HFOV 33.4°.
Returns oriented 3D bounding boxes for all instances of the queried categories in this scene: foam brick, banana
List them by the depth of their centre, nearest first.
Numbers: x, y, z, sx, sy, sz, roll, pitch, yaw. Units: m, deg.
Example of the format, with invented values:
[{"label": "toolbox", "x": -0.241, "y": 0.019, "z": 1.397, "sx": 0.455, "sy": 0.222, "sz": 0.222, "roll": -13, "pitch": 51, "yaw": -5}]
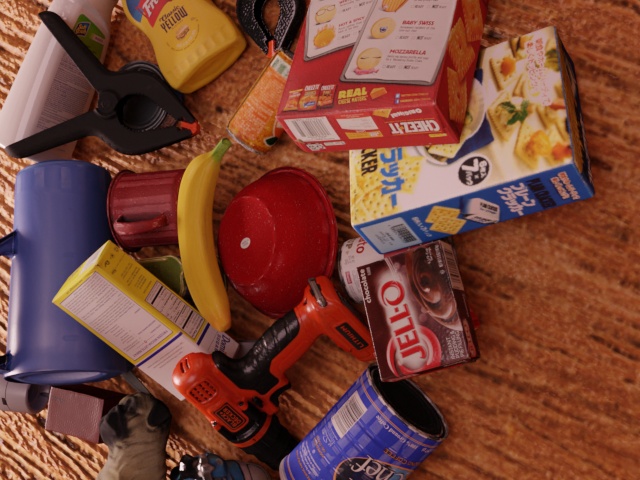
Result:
[{"label": "banana", "x": -0.120, "y": -0.004, "z": 1.095, "sx": 0.070, "sy": 0.037, "sz": 0.198, "roll": -11, "pitch": 79, "yaw": 54}, {"label": "foam brick", "x": -0.267, "y": 0.197, "z": 1.225, "sx": 0.078, "sy": 0.051, "sz": 0.053, "roll": 10, "pitch": 92, "yaw": 25}]

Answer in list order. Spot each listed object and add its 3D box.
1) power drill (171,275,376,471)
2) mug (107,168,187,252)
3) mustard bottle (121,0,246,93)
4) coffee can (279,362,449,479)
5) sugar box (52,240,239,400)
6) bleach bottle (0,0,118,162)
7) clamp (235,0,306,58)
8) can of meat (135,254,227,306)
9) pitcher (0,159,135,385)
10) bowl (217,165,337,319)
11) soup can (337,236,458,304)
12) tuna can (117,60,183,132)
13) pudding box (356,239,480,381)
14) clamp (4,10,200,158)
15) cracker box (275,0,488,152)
[{"label": "power drill", "x": -0.028, "y": 0.138, "z": 1.073, "sx": 0.188, "sy": 0.184, "sz": 0.057, "roll": -39, "pitch": 35, "yaw": 6}, {"label": "mug", "x": -0.178, "y": -0.032, "z": 1.156, "sx": 0.082, "sy": 0.117, "sz": 0.093, "roll": -4, "pitch": 105, "yaw": 21}, {"label": "mustard bottle", "x": -0.167, "y": -0.264, "z": 1.185, "sx": 0.096, "sy": 0.058, "sz": 0.192, "roll": -37, "pitch": 73, "yaw": 15}, {"label": "coffee can", "x": 0.042, "y": 0.205, "z": 1.047, "sx": 0.103, "sy": 0.102, "sz": 0.140, "roll": 46, "pitch": 107, "yaw": 19}, {"label": "sugar box", "x": -0.179, "y": 0.085, "z": 1.104, "sx": 0.176, "sy": 0.048, "sz": 0.094, "roll": 39, "pitch": 133, "yaw": -17}, {"label": "bleach bottle", "x": -0.288, "y": -0.211, "z": 1.230, "sx": 0.068, "sy": 0.102, "sz": 0.251, "roll": 26, "pitch": 93, "yaw": 28}, {"label": "clamp", "x": -0.049, "y": -0.282, "z": 1.140, "sx": 0.120, "sy": 0.039, "sz": 0.171, "roll": -18, "pitch": 87, "yaw": 29}, {"label": "can of meat", "x": -0.167, "y": 0.046, "z": 1.162, "sx": 0.102, "sy": 0.083, "sz": 0.057, "roll": -8, "pitch": 85, "yaw": 25}, {"label": "pitcher", "x": -0.293, "y": 0.038, "z": 1.182, "sx": 0.145, "sy": 0.149, "sz": 0.243, "roll": -8, "pitch": 76, "yaw": 16}, {"label": "bowl", "x": -0.057, "y": 0.001, "z": 1.099, "sx": 0.162, "sy": 0.055, "sz": 0.162, "roll": -4, "pitch": 85, "yaw": 46}, {"label": "soup can", "x": 0.077, "y": 0.023, "z": 1.055, "sx": 0.102, "sy": 0.068, "sz": 0.068, "roll": -12, "pitch": 83, "yaw": 25}, {"label": "tuna can", "x": -0.198, "y": -0.159, "z": 1.211, "sx": 0.086, "sy": 0.033, "sz": 0.086, "roll": -1, "pitch": 89, "yaw": 26}, {"label": "pudding box", "x": 0.090, "y": 0.066, "z": 0.982, "sx": 0.090, "sy": 0.039, "sz": 0.113, "roll": -19, "pitch": 73, "yaw": 26}, {"label": "clamp", "x": -0.237, "y": -0.139, "z": 1.166, "sx": 0.210, "sy": 0.036, "sz": 0.164, "roll": 22, "pitch": 95, "yaw": 2}, {"label": "cracker box", "x": 0.066, "y": -0.189, "z": 1.012, "sx": 0.164, "sy": 0.072, "sz": 0.213, "roll": -2, "pitch": 59, "yaw": 30}]
